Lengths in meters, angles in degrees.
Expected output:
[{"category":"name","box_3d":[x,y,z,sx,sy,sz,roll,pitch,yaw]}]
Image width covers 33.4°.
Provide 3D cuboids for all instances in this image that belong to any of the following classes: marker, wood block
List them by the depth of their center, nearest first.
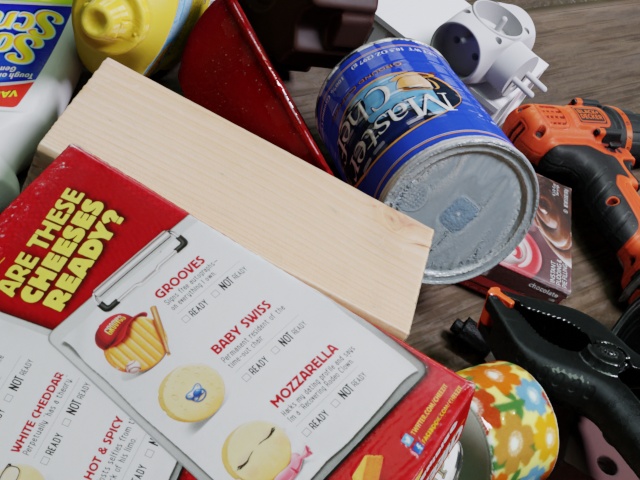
[{"category":"wood block","box_3d":[-0.054,0.001,0.587,0.206,0.090,0.090,28,41,-6]},{"category":"marker","box_3d":[0.134,0.087,0.672,0.121,0.020,0.020,35,40,3]}]

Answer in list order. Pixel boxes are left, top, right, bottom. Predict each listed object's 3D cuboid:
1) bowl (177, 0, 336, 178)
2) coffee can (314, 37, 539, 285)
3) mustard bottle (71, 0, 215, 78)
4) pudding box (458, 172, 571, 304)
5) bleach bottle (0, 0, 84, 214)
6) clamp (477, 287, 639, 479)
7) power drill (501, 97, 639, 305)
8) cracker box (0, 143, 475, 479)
[{"category":"bowl","box_3d":[-0.042,-0.076,0.660,0.162,0.055,0.162,61,3,-7]},{"category":"coffee can","box_3d":[0.063,-0.054,0.681,0.102,0.103,0.140,10,31,-24]},{"category":"mustard bottle","box_3d":[-0.105,-0.142,0.647,0.058,0.096,0.191,28,19,-2]},{"category":"pudding box","box_3d":[0.128,-0.008,0.748,0.090,0.039,0.113,24,41,-9]},{"category":"bleach bottle","box_3d":[-0.185,-0.090,0.618,0.102,0.068,0.251,14,46,-15]},{"category":"clamp","box_3d":[0.155,0.082,0.589,0.172,0.039,0.120,25,24,25]},{"category":"power drill","box_3d":[0.249,-0.033,0.837,0.184,0.057,0.188,-3,50,-35]},{"category":"cracker box","box_3d":[-0.070,0.079,0.445,0.214,0.072,0.164,30,63,18]}]
